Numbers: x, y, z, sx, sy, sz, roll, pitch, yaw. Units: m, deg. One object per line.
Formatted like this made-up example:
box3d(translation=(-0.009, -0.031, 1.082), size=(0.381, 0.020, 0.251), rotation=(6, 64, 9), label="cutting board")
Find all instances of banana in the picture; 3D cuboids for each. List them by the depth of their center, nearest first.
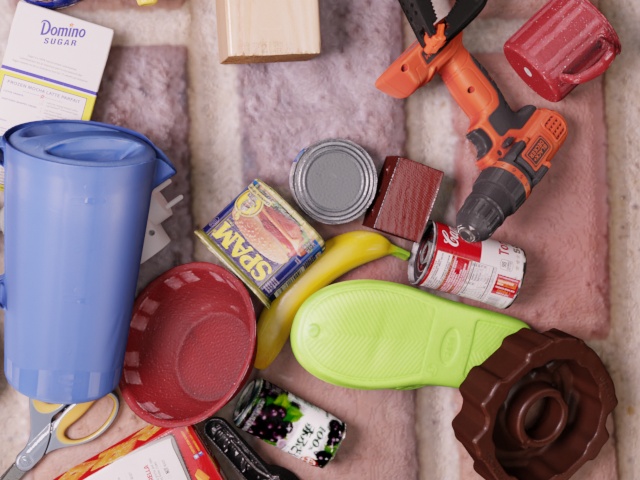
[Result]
box3d(translation=(-0.002, 0.048, 1.071), size=(0.197, 0.037, 0.069), rotation=(-36, 99, -5), label="banana")

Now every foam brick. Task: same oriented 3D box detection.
box3d(translation=(0.083, -0.042, 1.071), size=(0.051, 0.053, 0.078), rotation=(19, 91, -10), label="foam brick")

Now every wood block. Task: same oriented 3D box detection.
box3d(translation=(-0.054, -0.275, 1.011), size=(0.090, 0.091, 0.206), rotation=(-4, 95, -10), label="wood block")

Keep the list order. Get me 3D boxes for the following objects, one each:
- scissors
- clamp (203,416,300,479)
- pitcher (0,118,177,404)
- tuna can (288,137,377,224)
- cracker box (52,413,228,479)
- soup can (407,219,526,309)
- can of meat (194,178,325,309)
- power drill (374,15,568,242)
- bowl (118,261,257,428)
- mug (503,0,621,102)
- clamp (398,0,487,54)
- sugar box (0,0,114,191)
box3d(translation=(-0.293, 0.195, 1.046), size=(0.201, 0.016, 0.096), rotation=(-32, 97, -6), label="scissors")
box3d(translation=(-0.049, 0.253, 1.035), size=(0.039, 0.120, 0.171), rotation=(-34, 126, 20), label="clamp")
box3d(translation=(-0.233, 0.019, 0.957), size=(0.149, 0.144, 0.243), rotation=(20, 113, 25), label="pitcher")
box3d(translation=(0.012, -0.060, 1.067), size=(0.086, 0.034, 0.086), rotation=(-1, 94, -9), label="tuna can")
box3d(translation=(-0.184, 0.287, 1.043), size=(0.213, 0.072, 0.164), rotation=(-30, 98, -5), label="cracker box")
box3d(translation=(0.148, 0.025, 1.079), size=(0.102, 0.068, 0.068), rotation=(16, 91, -11), label="soup can")
box3d(translation=(-0.057, 0.001, 1.038), size=(0.084, 0.057, 0.102), rotation=(-44, 76, -6), label="can of meat")
box3d(translation=(0.142, -0.112, 1.046), size=(0.187, 0.057, 0.184), rotation=(47, 57, -10), label="power drill")
box3d(translation=(-0.117, 0.105, 1.023), size=(0.162, 0.162, 0.055), rotation=(-58, 144, -1), label="bowl")
box3d(translation=(0.243, -0.187, 1.058), size=(0.081, 0.117, 0.093), rotation=(-43, 129, 1), label="mug")
box3d(translation=(0.111, -0.279, 1.033), size=(0.164, 0.036, 0.210), rotation=(18, 66, -6), label="clamp")
box3d(translation=(-0.263, -0.127, 1.011), size=(0.093, 0.048, 0.176), rotation=(16, 89, -12), label="sugar box")
